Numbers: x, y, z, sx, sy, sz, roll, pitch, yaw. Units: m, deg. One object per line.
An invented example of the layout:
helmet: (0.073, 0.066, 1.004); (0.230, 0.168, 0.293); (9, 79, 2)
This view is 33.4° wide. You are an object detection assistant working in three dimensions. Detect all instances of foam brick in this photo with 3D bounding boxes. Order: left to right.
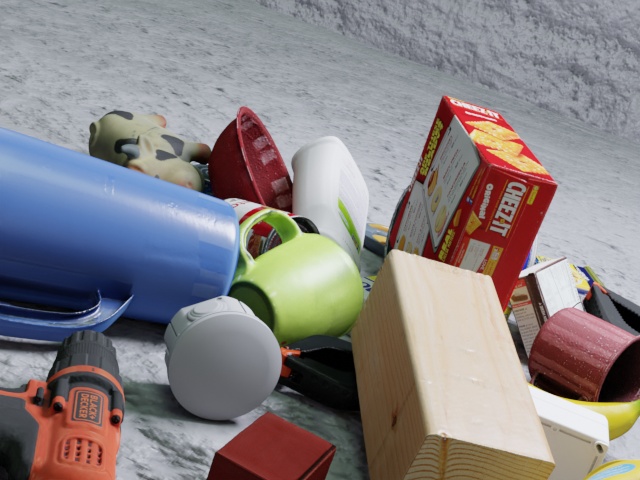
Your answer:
foam brick: (-0.033, 0.148, 0.645); (0.051, 0.053, 0.078); (24, 18, 16)

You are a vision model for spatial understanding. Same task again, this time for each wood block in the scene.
wood block: (0.084, 0.107, 0.755); (0.090, 0.091, 0.206); (16, 30, -13)

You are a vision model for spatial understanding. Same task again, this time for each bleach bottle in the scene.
bleach bottle: (0.006, -0.021, 1.104); (0.102, 0.068, 0.250); (59, 15, -18)

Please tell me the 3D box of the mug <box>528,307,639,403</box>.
mug: (0.236, 0.119, 0.968); (0.117, 0.093, 0.082); (-38, 43, -25)

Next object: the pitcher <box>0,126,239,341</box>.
pitcher: (-0.190, 0.002, 0.823); (0.242, 0.149, 0.145); (15, -2, -22)

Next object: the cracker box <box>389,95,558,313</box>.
cracker box: (0.133, -0.024, 0.986); (0.072, 0.164, 0.213); (16, 21, -10)

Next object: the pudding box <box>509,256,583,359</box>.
pudding box: (0.232, 0.069, 1.083); (0.039, 0.090, 0.113); (-20, -3, 29)

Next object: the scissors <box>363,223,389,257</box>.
scissors: (0.028, -0.012, 1.237); (0.201, 0.016, 0.096); (13, 19, -16)

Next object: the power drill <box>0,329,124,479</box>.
power drill: (-0.208, 0.089, 0.632); (0.187, 0.057, 0.184); (14, 18, -15)

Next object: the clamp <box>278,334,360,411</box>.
clamp: (0.039, 0.105, 0.865); (0.171, 0.039, 0.120); (17, 17, -18)

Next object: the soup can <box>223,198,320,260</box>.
soup can: (-0.057, 0.001, 0.996); (0.068, 0.068, 0.102); (2, 10, -42)

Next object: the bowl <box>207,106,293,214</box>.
bowl: (-0.073, -0.056, 1.117); (0.055, 0.162, 0.162); (-22, 13, 12)
